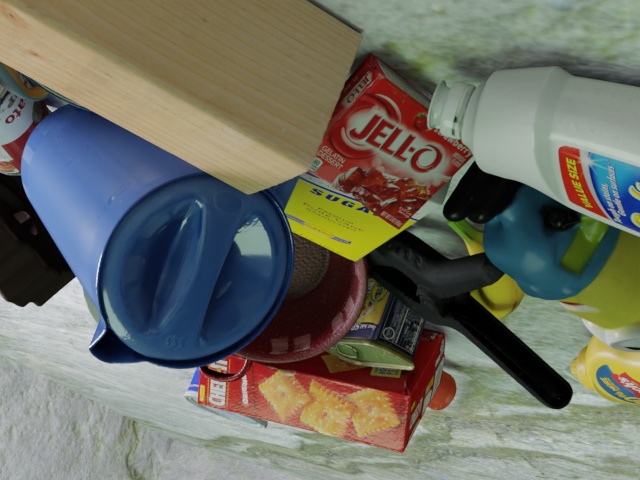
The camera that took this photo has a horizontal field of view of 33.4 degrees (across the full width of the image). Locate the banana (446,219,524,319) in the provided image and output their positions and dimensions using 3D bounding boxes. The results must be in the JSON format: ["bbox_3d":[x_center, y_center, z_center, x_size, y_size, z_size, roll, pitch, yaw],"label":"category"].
[{"bbox_3d":[0.134,0.032,0.864,0.070,0.037,0.198,45,167,19],"label":"banana"}]

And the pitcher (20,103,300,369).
[{"bbox_3d":[-0.121,-0.027,0.754,0.149,0.145,0.243,-7,-155,-28],"label":"pitcher"}]

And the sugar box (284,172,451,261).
[{"bbox_3d":[0.020,-0.037,0.763,0.093,0.048,0.176,24,164,-9],"label":"sugar box"}]

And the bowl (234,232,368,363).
[{"bbox_3d":[-0.039,0.021,0.905,0.162,0.162,0.055,22,-157,-4],"label":"bowl"}]

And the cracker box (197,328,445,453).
[{"bbox_3d":[0.006,0.127,1.083,0.214,0.072,0.164,12,-159,16],"label":"cracker box"}]

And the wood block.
[{"bbox_3d":[-0.094,-0.116,0.583,0.205,0.090,0.090,28,162,-21],"label":"wood block"}]

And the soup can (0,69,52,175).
[{"bbox_3d":[-0.257,-0.104,0.848,0.068,0.068,0.102,17,162,14],"label":"soup can"}]

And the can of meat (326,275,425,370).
[{"bbox_3d":[0.053,0.068,0.976,0.057,0.084,0.102,31,160,-31],"label":"can of meat"}]

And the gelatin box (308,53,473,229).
[{"bbox_3d":[0.039,-0.057,0.637,0.089,0.073,0.030,32,-157,-33],"label":"gelatin box"}]

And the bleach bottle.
[{"bbox_3d":[0.179,-0.034,0.558,0.251,0.068,0.102,18,156,17],"label":"bleach bottle"}]

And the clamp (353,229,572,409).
[{"bbox_3d":[0.096,0.034,0.822,0.210,0.036,0.164,32,158,42],"label":"clamp"}]
